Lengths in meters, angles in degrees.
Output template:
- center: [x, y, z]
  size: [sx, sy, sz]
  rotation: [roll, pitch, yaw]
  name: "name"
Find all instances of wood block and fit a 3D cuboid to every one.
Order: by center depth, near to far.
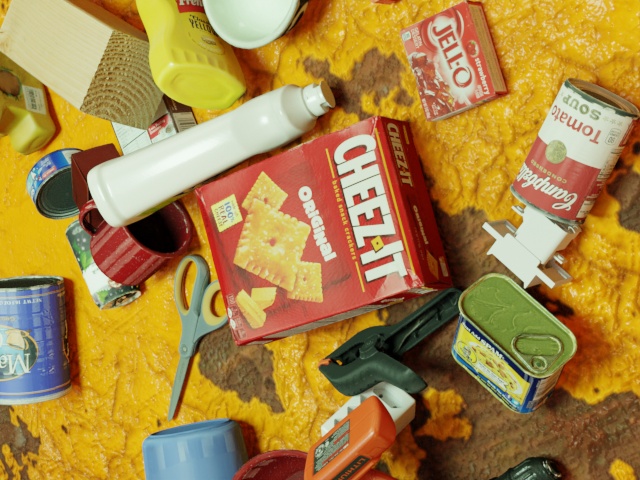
- center: [-0.254, -0.204, 1.145]
  size: [0.206, 0.090, 0.091]
  rotation: [35, 105, 42]
  name: "wood block"

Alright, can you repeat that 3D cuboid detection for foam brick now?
- center: [-0.246, -0.061, 1.197]
  size: [0.053, 0.051, 0.078]
  rotation: [57, 153, 29]
  name: "foam brick"

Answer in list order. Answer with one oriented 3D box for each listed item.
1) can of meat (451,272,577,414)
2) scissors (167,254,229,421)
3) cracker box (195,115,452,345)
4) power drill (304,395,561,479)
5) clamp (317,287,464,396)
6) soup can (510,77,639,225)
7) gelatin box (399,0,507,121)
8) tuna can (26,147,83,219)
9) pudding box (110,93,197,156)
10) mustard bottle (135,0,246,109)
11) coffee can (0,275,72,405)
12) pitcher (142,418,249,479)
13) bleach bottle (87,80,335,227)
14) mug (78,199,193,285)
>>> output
- center: [0.162, 0.091, 0.916]
  size: [0.102, 0.057, 0.084]
  rotation: [43, 155, 24]
  name: "can of meat"
- center: [-0.133, 0.117, 1.185]
  size: [0.096, 0.016, 0.202]
  rotation: [11, 104, 35]
  name: "scissors"
- center: [-0.002, -0.005, 1.008]
  size: [0.214, 0.072, 0.164]
  rotation: [-20, 79, 29]
  name: "cracker box"
- center: [0.094, 0.218, 0.951]
  size: [0.187, 0.057, 0.185]
  rotation: [38, 114, -17]
  name: "power drill"
- center: [0.057, 0.112, 0.991]
  size: [0.172, 0.120, 0.039]
  rotation: [-32, 104, 39]
  name: "clamp"
- center: [0.208, -0.073, 0.871]
  size: [0.069, 0.068, 0.102]
  rotation: [36, 116, 27]
  name: "soup can"
- center: [0.117, -0.159, 0.947]
  size: [0.073, 0.030, 0.089]
  rotation: [-18, 86, 37]
  name: "gelatin box"
- center: [-0.294, -0.066, 1.232]
  size: [0.086, 0.085, 0.034]
  rotation: [-55, 55, 29]
  name: "tuna can"
- center: [-0.184, -0.129, 1.172]
  size: [0.090, 0.039, 0.113]
  rotation: [-28, 78, 36]
  name: "pudding box"
- center: [-0.138, -0.223, 1.079]
  size: [0.058, 0.096, 0.192]
  rotation: [-43, 50, 35]
  name: "mustard bottle"
- center: [-0.360, 0.119, 1.300]
  size: [0.103, 0.102, 0.140]
  rotation: [3, 98, 36]
  name: "coffee can"
- center: [-0.123, 0.321, 1.150]
  size: [0.149, 0.144, 0.243]
  rotation: [-12, 86, 22]
  name: "pitcher"
- center: [-0.103, -0.093, 1.058]
  size: [0.251, 0.102, 0.068]
  rotation: [-23, 95, 22]
  name: "bleach bottle"
- center: [-0.210, -0.007, 1.167]
  size: [0.082, 0.117, 0.093]
  rotation: [-39, 35, 39]
  name: "mug"
